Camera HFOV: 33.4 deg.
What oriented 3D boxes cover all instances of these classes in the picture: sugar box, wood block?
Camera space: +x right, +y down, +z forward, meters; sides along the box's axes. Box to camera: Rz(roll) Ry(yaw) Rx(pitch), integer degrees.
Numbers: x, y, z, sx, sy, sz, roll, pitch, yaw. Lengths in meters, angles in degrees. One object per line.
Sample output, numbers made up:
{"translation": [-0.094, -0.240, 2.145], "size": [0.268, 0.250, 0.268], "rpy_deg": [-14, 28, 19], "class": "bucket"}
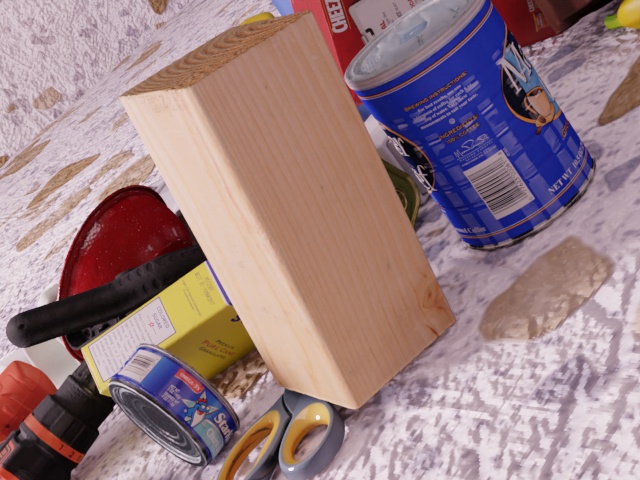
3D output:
{"translation": [-0.072, 0.054, 0.765], "size": [0.176, 0.093, 0.048], "rpy_deg": [-33, 65, 11], "class": "sugar box"}
{"translation": [-0.017, -0.017, 0.621], "size": [0.090, 0.206, 0.090], "rpy_deg": [-38, 23, -27], "class": "wood block"}

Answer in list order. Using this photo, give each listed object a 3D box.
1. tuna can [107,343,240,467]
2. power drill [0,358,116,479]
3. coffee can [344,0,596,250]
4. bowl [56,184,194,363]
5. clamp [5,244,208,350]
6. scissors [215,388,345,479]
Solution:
{"translation": [-0.096, 0.108, 0.692], "size": [0.033, 0.086, 0.086], "rpy_deg": [-50, 22, -26], "class": "tuna can"}
{"translation": [-0.234, 0.151, 0.856], "size": [0.184, 0.057, 0.188], "rpy_deg": [-51, 20, -11], "class": "power drill"}
{"translation": [0.097, -0.079, 0.686], "size": [0.103, 0.140, 0.103], "rpy_deg": [-33, 20, 14], "class": "coffee can"}
{"translation": [-0.150, 0.037, 0.906], "size": [0.055, 0.162, 0.162], "rpy_deg": [16, 48, 24], "class": "bowl"}
{"translation": [-0.142, 0.041, 0.778], "size": [0.172, 0.039, 0.120], "rpy_deg": [-28, -5, 14], "class": "clamp"}
{"translation": [0.001, 0.088, 0.672], "size": [0.096, 0.016, 0.201], "rpy_deg": [-16, 29, 44], "class": "scissors"}
